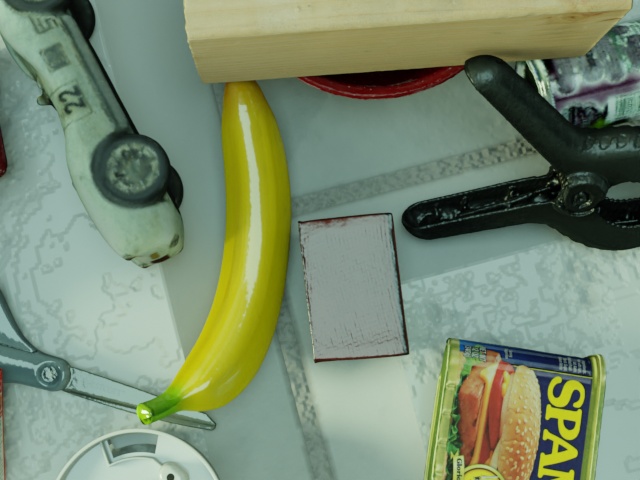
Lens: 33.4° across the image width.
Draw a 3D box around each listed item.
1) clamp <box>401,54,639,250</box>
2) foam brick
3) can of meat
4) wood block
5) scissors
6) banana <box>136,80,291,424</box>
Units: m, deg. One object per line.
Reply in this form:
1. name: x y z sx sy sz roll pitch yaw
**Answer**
1. clamp: 0.131 -0.028 0.590 0.171 0.120 0.039 20 46 -12
2. foam brick: 0.017 0.028 0.589 0.051 0.053 0.078 -7 83 -1
3. can of meat: 0.103 0.106 0.580 0.084 0.057 0.102 8 83 3
4. wood block: 0.036 -0.138 0.532 0.206 0.091 0.090 -5 84 -1
5. scissors: -0.157 0.055 0.602 0.201 0.016 0.096 2 87 0
6. banana: -0.045 0.010 0.587 0.037 0.069 0.198 3 75 34
